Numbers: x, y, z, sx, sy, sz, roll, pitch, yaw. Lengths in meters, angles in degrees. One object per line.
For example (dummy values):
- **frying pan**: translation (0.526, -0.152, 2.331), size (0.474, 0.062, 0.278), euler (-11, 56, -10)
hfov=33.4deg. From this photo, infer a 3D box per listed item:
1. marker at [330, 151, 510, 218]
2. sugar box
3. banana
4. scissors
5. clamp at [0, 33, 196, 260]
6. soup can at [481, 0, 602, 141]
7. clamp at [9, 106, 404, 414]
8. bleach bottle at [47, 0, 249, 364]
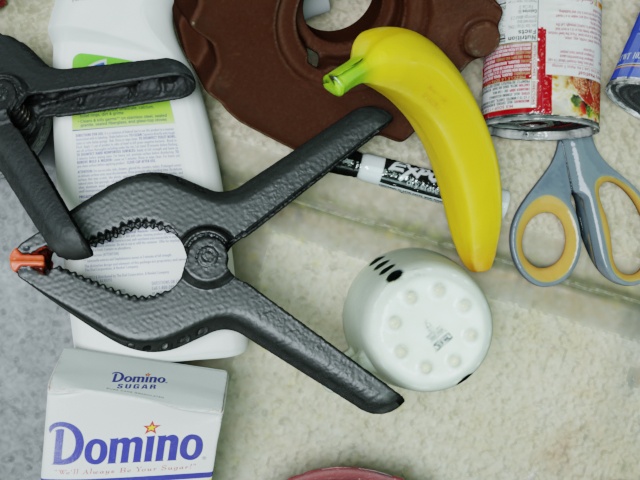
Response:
- **marker**: translation (0.054, -0.037, 0.645), size (0.121, 0.020, 0.020), euler (15, 90, -4)
- **sugar box**: translation (-0.109, 0.150, 0.594), size (0.093, 0.048, 0.176), euler (8, 117, -4)
- **banana**: translation (0.061, -0.056, 0.577), size (0.069, 0.037, 0.197), euler (-56, 137, -10)
- **scissors**: translation (0.138, -0.060, 0.651), size (0.096, 0.016, 0.202), euler (-24, 87, 2)
- **clamp**: translation (-0.153, -0.073, 0.564), size (0.171, 0.039, 0.120), euler (31, 65, 17)
- **soup can**: translation (0.127, -0.113, 0.614), size (0.068, 0.068, 0.102), euler (3, 86, -4)
- **clamp**: translation (-0.054, 0.001, 0.565), size (0.210, 0.036, 0.164), euler (6, 80, -3)
- **bleach bottle**: translation (-0.101, -0.057, 0.614), size (0.102, 0.068, 0.251), euler (-4, 89, -4)
